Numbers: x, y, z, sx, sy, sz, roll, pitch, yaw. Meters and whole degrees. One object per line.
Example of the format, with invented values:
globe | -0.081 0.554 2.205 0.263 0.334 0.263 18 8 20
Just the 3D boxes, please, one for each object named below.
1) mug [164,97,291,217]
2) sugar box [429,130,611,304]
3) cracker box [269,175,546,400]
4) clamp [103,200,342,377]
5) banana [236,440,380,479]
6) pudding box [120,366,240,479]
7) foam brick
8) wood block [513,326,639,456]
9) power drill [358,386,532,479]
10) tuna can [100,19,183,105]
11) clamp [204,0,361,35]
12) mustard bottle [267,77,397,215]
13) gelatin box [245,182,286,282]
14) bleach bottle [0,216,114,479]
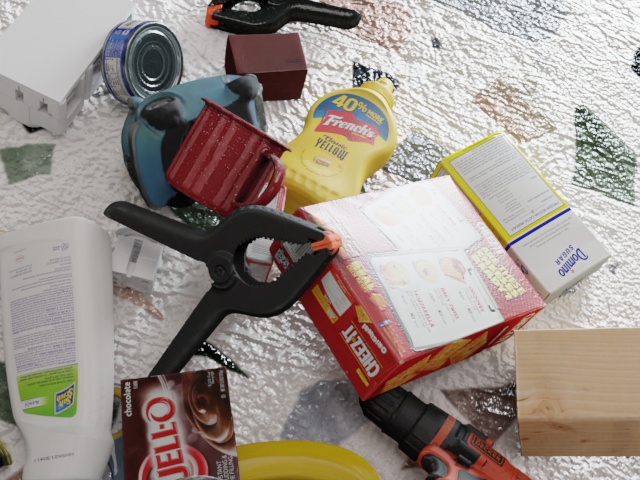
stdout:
mug | -0.077 -0.064 0.944 0.117 0.093 0.081 32 93 36
sugar box | 0.201 -0.023 1.084 0.093 0.048 0.176 -27 72 -26
cracker box | 0.080 0.036 0.968 0.213 0.072 0.164 -14 63 -45
clamp | -0.085 0.016 0.902 0.210 0.036 0.164 -22 88 21
banana | -0.034 0.197 0.890 0.198 0.037 0.069 4 37 0
pudding box | -0.114 0.163 0.867 0.090 0.039 0.113 -6 50 -7
foam brick | -0.058 -0.180 1.116 0.078 0.051 0.053 -5 61 -15
wood block | 0.278 0.134 0.938 0.206 0.090 0.091 -3 57 12
power drill | 0.091 0.199 0.866 0.184 0.057 0.187 34 25 7
tuna can | -0.176 -0.176 1.064 0.034 0.086 0.086 9 49 35
clamp | -0.050 -0.276 1.183 0.171 0.039 0.120 -10 61 -18
mustard bottle | 0.024 -0.100 1.082 0.096 0.058 0.191 28 57 11
gelatin box | -0.056 0.001 0.993 0.030 0.073 0.089 13 57 -7
bleach bottle | -0.222 0.110 0.890 0.103 0.068 0.251 -15 65 19
